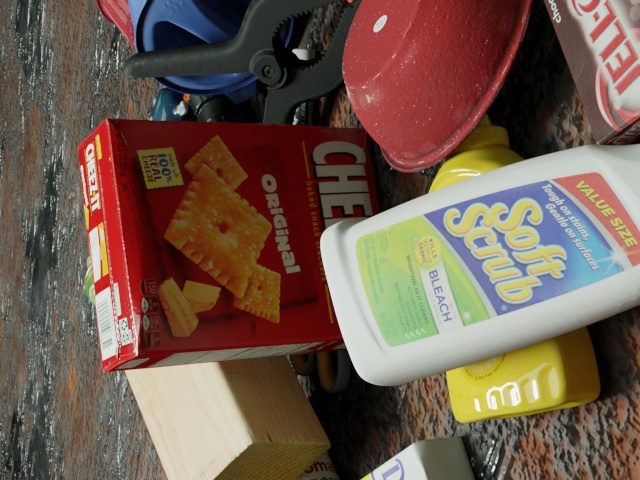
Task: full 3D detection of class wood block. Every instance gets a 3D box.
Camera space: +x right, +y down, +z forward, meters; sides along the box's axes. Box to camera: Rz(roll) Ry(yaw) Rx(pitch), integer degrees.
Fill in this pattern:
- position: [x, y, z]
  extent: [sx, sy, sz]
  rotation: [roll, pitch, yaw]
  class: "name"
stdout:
- position: [-0.089, 0.098, 0.837]
  extent: [0.090, 0.090, 0.206]
  rotation: [-45, 54, 24]
  class: "wood block"

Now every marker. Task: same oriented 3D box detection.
- position: [-0.015, -0.098, 0.887]
  extent: [0.020, 0.020, 0.121]
  rotation: [11, 102, 60]
  class: "marker"

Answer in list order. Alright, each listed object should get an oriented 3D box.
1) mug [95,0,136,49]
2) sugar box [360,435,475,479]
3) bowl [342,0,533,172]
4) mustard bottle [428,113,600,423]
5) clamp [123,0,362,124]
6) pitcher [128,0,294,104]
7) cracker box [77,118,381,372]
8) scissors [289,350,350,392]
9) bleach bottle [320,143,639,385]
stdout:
- position: [-0.165, -0.248, 1.086]
  extent: [0.117, 0.093, 0.082]
  rotation: [-50, 49, 14]
  class: "mug"
- position: [0.052, 0.213, 0.759]
  extent: [0.176, 0.048, 0.093]
  rotation: [-52, 48, 50]
  class: "sugar box"
- position: [0.060, -0.126, 0.663]
  extent: [0.162, 0.055, 0.162]
  rotation: [-48, 31, 41]
  class: "bowl"
- position: [0.105, 0.008, 0.640]
  extent: [0.096, 0.058, 0.191]
  rotation: [-26, 69, 54]
  class: "mustard bottle"
- position: [-0.046, -0.140, 0.833]
  extent: [0.210, 0.164, 0.036]
  rotation: [-46, 12, 30]
  class: "clamp"
- position: [-0.114, -0.244, 0.953]
  extent: [0.149, 0.144, 0.243]
  rotation: [-57, 37, 34]
  class: "pitcher"
- position: [-0.055, 0.001, 0.766]
  extent: [0.072, 0.213, 0.164]
  rotation: [-27, 69, 56]
  class: "cracker box"
- position: [-0.009, 0.027, 0.886]
  extent: [0.096, 0.016, 0.202]
  rotation: [-29, 67, 58]
  class: "scissors"
- position: [0.120, -0.005, 0.547]
  extent: [0.251, 0.067, 0.102]
  rotation: [-26, 71, 34]
  class: "bleach bottle"
